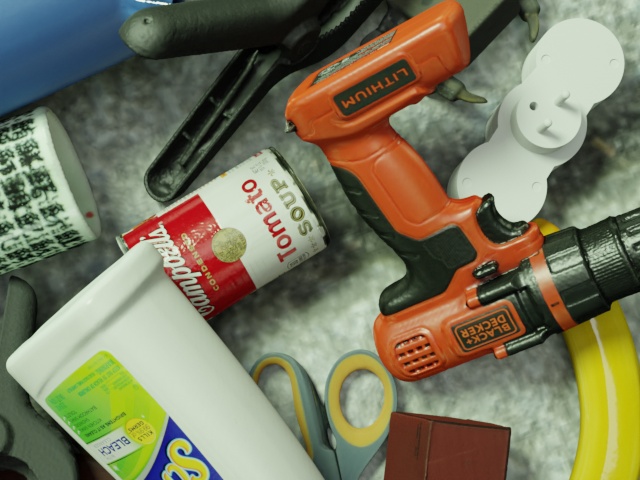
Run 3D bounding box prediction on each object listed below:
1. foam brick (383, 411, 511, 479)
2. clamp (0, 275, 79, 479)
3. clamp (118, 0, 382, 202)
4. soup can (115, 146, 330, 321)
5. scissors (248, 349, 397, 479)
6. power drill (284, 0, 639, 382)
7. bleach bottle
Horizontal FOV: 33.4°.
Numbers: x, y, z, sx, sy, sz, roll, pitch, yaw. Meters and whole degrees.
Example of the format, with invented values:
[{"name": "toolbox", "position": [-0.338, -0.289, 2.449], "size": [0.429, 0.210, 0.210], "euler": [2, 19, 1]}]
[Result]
[{"name": "foam brick", "position": [0.068, 0.137, 0.591], "size": [0.051, 0.053, 0.078], "euler": [10, 83, -21]}, {"name": "clamp", "position": [-0.187, 0.106, 0.553], "size": [0.120, 0.039, 0.171], "euler": [-18, 65, -16]}, {"name": "clamp", "position": [-0.026, -0.111, 0.597], "size": [0.209, 0.165, 0.036], "euler": [-37, 74, -26]}, {"name": "soup can", "position": [-0.054, 0.001, 0.602], "size": [0.102, 0.068, 0.068], "euler": [-32, 86, -6]}, {"name": "scissors", "position": [0.023, 0.151, 0.613], "size": [0.096, 0.016, 0.202], "euler": [-25, 85, -5]}, {"name": "power drill", "position": [0.082, -0.027, 0.565], "size": [0.185, 0.057, 0.187], "euler": [-25, 105, 18]}, {"name": "bleach bottle", "position": [-0.043, 0.124, 0.554], "size": [0.251, 0.068, 0.103], "euler": [48, 129, -8]}]
